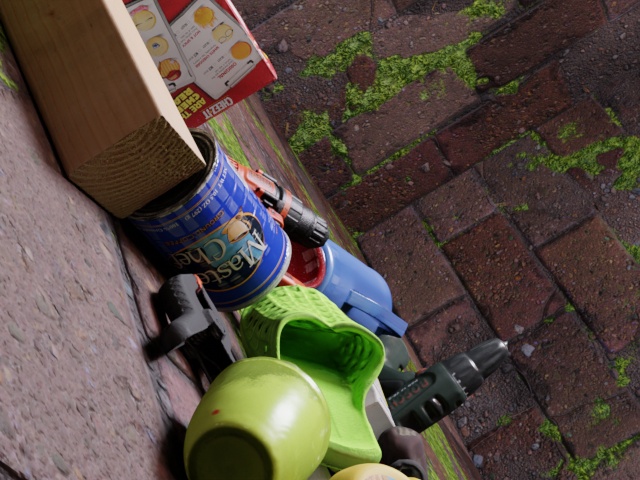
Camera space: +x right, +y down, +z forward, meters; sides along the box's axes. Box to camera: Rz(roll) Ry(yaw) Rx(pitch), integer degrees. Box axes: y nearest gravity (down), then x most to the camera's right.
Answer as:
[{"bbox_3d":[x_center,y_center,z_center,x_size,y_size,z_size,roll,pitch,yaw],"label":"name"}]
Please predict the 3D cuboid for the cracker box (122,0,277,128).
[{"bbox_3d":[-0.174,-0.234,1.221,0.213,0.164,0.072,54,9,-42],"label":"cracker box"}]

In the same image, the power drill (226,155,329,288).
[{"bbox_3d":[-0.058,0.001,1.166,0.184,0.057,0.187,30,29,-27],"label":"power drill"}]

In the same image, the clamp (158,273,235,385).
[{"bbox_3d":[-0.099,0.071,0.839,0.120,0.039,0.172,61,-4,-39],"label":"clamp"}]

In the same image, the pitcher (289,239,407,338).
[{"bbox_3d":[0.012,0.068,1.430,0.242,0.149,0.145,41,30,-65],"label":"pitcher"}]

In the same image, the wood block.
[{"bbox_3d":[-0.188,-0.134,0.896,0.206,0.090,0.090,61,5,28],"label":"wood block"}]

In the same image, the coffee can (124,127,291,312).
[{"bbox_3d":[-0.102,-0.016,0.955,0.140,0.103,0.103,54,7,-42],"label":"coffee can"}]
